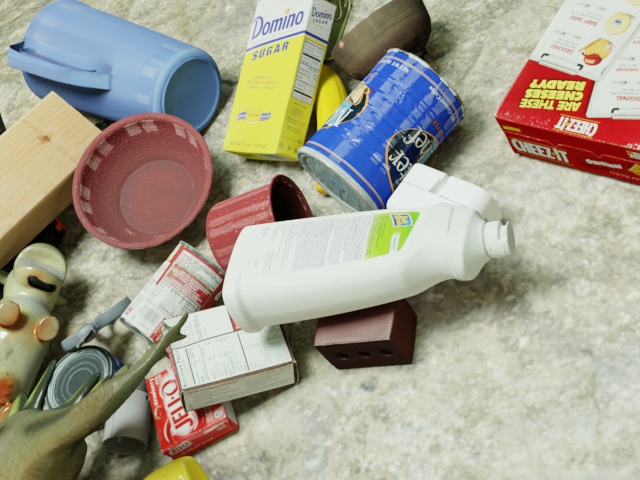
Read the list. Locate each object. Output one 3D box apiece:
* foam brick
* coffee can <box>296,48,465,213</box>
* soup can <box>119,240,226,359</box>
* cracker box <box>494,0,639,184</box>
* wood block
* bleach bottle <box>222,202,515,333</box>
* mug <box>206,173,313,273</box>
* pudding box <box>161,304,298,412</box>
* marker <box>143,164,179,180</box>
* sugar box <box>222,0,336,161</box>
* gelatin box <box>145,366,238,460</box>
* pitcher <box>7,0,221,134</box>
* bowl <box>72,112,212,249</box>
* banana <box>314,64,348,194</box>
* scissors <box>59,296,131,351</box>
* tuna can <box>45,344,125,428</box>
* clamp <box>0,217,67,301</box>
[{"bbox_3d":[0.042,0.082,0.969,0.078,0.053,0.051,-8,55,27],"label":"foam brick"},{"bbox_3d":[0.060,-0.104,1.055,0.140,0.102,0.103,-49,48,-9],"label":"coffee can"},{"bbox_3d":[-0.147,0.061,1.084,0.069,0.068,0.102,28,75,40],"label":"soup can"},{"bbox_3d":[0.287,-0.163,0.987,0.164,0.072,0.213,20,71,39],"label":"cracker box"},{"bbox_3d":[-0.342,-0.058,1.202,0.091,0.090,0.205,39,62,3],"label":"wood block"},{"bbox_3d":[0.044,0.019,0.937,0.251,0.068,0.102,-8,46,23],"label":"bleach bottle"},{"bbox_3d":[-0.057,0.001,1.070,0.082,0.093,0.117,-19,87,24],"label":"mug"},{"bbox_3d":[-0.086,0.105,1.010,0.113,0.039,0.090,-14,49,-9],"label":"pudding box"},{"bbox_3d":[-0.218,-0.067,1.248,0.121,0.020,0.020,-13,53,22],"label":"marker"},{"bbox_3d":[-0.046,-0.176,1.159,0.094,0.048,0.176,8,86,45],"label":"sugar box"},{"bbox_3d":[-0.125,0.157,1.027,0.073,0.030,0.089,-29,48,9],"label":"gelatin box"},{"bbox_3d":[-0.245,-0.201,1.278,0.243,0.145,0.149,22,65,35],"label":"pitcher"},{"bbox_3d":[-0.189,-0.058,1.182,0.162,0.055,0.162,-4,70,11],"label":"bowl"},{"bbox_3d":[0.004,-0.135,1.158,0.070,0.037,0.198,-48,39,30],"label":"banana"},{"bbox_3d":[-0.219,0.083,1.072,0.096,0.016,0.202,-37,6,-21],"label":"scissors"},{"bbox_3d":[-0.240,0.151,1.096,0.086,0.033,0.086,-16,52,20],"label":"tuna can"},{"bbox_3d":[-0.372,0.037,1.252,0.120,0.039,0.171,19,62,38],"label":"clamp"}]
